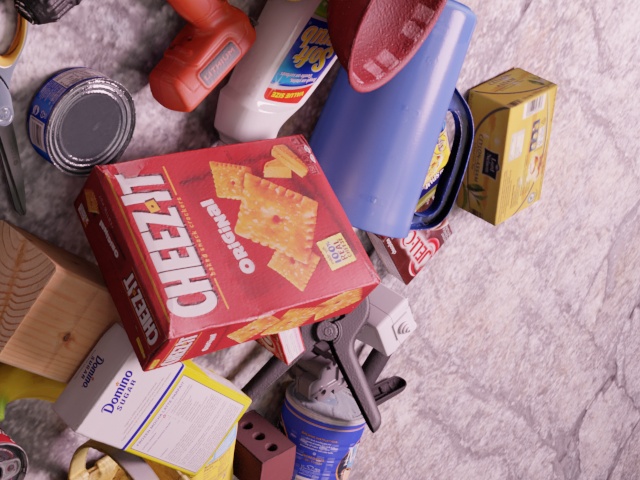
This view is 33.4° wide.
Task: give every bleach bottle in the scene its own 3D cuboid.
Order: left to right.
[{"bbox_3d":[-0.024,-0.176,0.988,0.102,0.068,0.251,17,105,-58],"label":"bleach bottle"}]

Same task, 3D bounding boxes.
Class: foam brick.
[{"bbox_3d":[-0.073,0.242,1.219,0.052,0.078,0.051,-18,130,-41],"label":"foam brick"}]

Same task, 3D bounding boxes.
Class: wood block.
[{"bbox_3d":[-0.207,0.072,0.930,0.091,0.090,0.205,-56,144,-1],"label":"wood block"}]

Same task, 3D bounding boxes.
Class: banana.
[{"bbox_3d":[-0.241,0.139,0.962,0.037,0.069,0.197,-26,159,20],"label":"banana"}]

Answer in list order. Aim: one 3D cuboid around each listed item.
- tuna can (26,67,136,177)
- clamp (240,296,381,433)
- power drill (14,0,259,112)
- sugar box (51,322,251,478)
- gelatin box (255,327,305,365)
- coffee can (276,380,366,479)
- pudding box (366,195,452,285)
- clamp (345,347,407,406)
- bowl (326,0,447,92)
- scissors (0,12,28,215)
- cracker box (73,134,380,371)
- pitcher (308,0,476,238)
[{"bbox_3d":[-0.194,-0.097,0.869,0.086,0.034,0.086,-29,135,-34],"label":"tuna can"},{"bbox_3d":[0.013,0.109,1.192,0.164,0.036,0.210,19,82,-12],"label":"clamp"},{"bbox_3d":[-0.136,-0.190,0.845,0.184,0.057,0.187,-49,143,-16],"label":"power drill"},{"bbox_3d":[-0.144,0.144,0.941,0.093,0.048,0.176,-54,140,-4],"label":"sugar box"},{"bbox_3d":[-0.058,0.080,1.123,0.030,0.073,0.089,-40,140,-24],"label":"gelatin box"},{"bbox_3d":[-0.009,0.251,1.273,0.102,0.103,0.140,-3,115,-48],"label":"coffee can"},{"bbox_3d":[0.106,-0.011,1.277,0.090,0.039,0.113,-49,143,-12],"label":"pudding box"},{"bbox_3d":[0.043,0.200,1.357,0.171,0.039,0.120,-39,139,-24],"label":"clamp"},{"bbox_3d":[0.055,-0.211,0.926,0.162,0.055,0.162,-47,161,-23],"label":"bowl"},{"bbox_3d":[-0.259,-0.101,0.804,0.096,0.016,0.202,-16,126,-45],"label":"scissors"},{"bbox_3d":[-0.077,0.002,0.909,0.213,0.164,0.072,-13,156,-35],"label":"cracker box"},{"bbox_3d":[0.076,-0.129,1.078,0.149,0.145,0.243,0,113,-63],"label":"pitcher"}]
